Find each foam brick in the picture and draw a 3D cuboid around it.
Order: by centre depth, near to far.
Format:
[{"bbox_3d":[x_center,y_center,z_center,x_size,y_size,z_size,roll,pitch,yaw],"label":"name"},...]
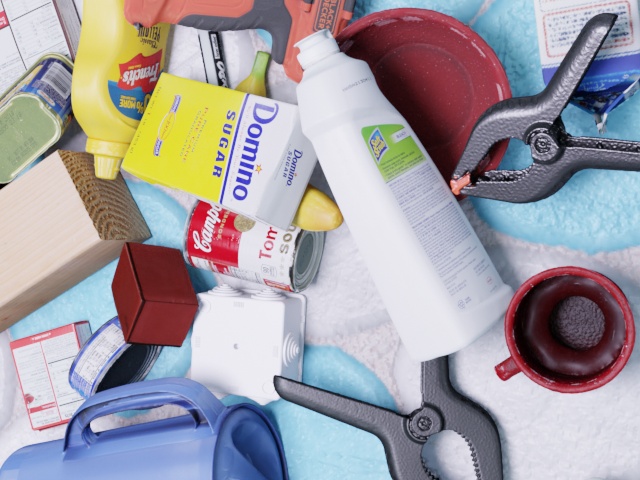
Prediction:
[{"bbox_3d":[-0.145,0.047,0.921,0.053,0.051,0.078,-65,34,32],"label":"foam brick"}]

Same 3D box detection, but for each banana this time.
[{"bbox_3d":[-0.039,-0.069,0.880,0.070,0.037,0.198,-56,47,39],"label":"banana"}]

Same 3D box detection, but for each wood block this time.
[{"bbox_3d":[-0.271,0.010,0.969,0.206,0.090,0.091,-31,82,19],"label":"wood block"}]

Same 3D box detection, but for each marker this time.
[{"bbox_3d":[-0.091,-0.137,0.935,0.020,0.020,0.121,-11,89,20],"label":"marker"}]

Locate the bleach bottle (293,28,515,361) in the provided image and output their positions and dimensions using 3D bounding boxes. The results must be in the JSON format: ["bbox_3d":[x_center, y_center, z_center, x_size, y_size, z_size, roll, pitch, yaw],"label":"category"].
[{"bbox_3d":[0.054,-0.041,0.800,0.068,0.102,0.251,-23,95,39],"label":"bleach bottle"}]

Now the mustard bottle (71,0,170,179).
[{"bbox_3d":[-0.173,-0.148,0.923,0.058,0.096,0.192,12,96,23],"label":"mustard bottle"}]

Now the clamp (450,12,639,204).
[{"bbox_3d":[0.164,-0.085,0.763,0.172,0.039,0.120,-17,97,30],"label":"clamp"}]

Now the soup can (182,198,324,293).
[{"bbox_3d":[-0.056,0.001,0.902,0.102,0.068,0.068,14,97,19],"label":"soup can"}]

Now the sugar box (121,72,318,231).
[{"bbox_3d":[-0.080,-0.075,0.864,0.177,0.048,0.093,19,85,44],"label":"sugar box"}]

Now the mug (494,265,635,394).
[{"bbox_3d":[0.183,0.071,0.811,0.117,0.081,0.093,-40,79,17],"label":"mug"}]

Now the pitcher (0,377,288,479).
[{"bbox_3d":[-0.161,0.210,0.916,0.243,0.144,0.149,-11,69,23],"label":"pitcher"}]

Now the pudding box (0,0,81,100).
[{"bbox_3d":[-0.268,-0.192,0.987,0.090,0.039,0.113,-20,87,18],"label":"pudding box"}]

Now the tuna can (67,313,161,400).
[{"bbox_3d":[-0.181,0.106,0.942,0.034,0.086,0.086,37,103,17],"label":"tuna can"}]

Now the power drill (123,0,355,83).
[{"bbox_3d":[-0.056,-0.223,0.848,0.187,0.057,0.184,9,111,-10],"label":"power drill"}]

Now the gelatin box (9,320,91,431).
[{"bbox_3d":[-0.242,0.127,0.994,0.073,0.030,0.089,-17,87,18],"label":"gelatin box"}]

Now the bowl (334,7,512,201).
[{"bbox_3d":[0.074,-0.107,0.845,0.162,0.055,0.162,6,111,14],"label":"bowl"}]

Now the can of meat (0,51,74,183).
[{"bbox_3d":[-0.258,-0.106,0.938,0.102,0.084,0.057,-36,112,25],"label":"can of meat"}]

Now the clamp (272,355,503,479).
[{"bbox_3d":[0.087,0.137,0.865,0.164,0.036,0.210,-43,85,0],"label":"clamp"}]
